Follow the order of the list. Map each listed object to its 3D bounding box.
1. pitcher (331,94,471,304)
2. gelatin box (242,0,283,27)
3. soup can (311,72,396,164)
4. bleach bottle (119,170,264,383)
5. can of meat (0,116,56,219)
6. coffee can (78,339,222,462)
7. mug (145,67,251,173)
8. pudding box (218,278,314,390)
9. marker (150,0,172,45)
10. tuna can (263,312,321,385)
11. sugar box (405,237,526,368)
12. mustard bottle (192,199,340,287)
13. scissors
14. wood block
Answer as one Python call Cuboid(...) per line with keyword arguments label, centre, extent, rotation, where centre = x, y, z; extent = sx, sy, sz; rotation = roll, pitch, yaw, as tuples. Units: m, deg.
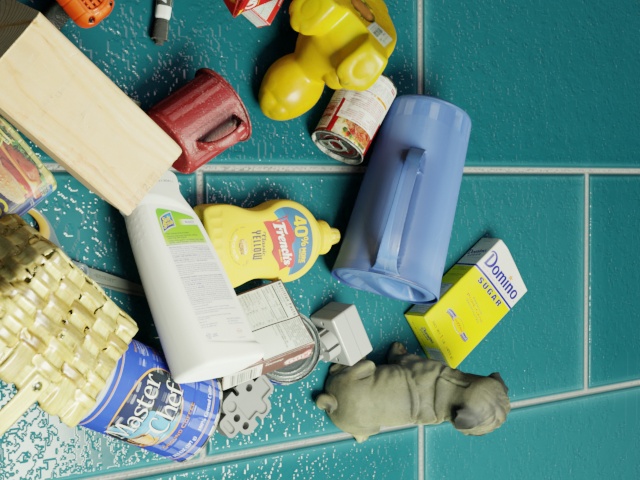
Cuboid(label="pitcher", centre=(0.106, -0.053, 1.296), extent=(0.144, 0.149, 0.243), rotation=(24, 74, -35))
Cuboid(label="gelatin box", centre=(-0.079, -0.299, 1.214), extent=(0.089, 0.030, 0.073), rotation=(36, 73, -32))
Cuboid(label="soup can", centre=(0.042, -0.152, 1.287), extent=(0.068, 0.069, 0.102), rotation=(39, 69, -31))
Cuboid(label="bleach bottle", centre=(-0.146, 0.019, 1.116), extent=(0.102, 0.068, 0.251), rotation=(-1, 65, -53))
Cuboid(label="can of meat", centre=(-0.318, -0.061, 1.025), extent=(0.083, 0.058, 0.102), rotation=(-45, 104, -29))
Cuboid(label="coffee can", centre=(-0.188, 0.161, 1.109), extent=(0.140, 0.103, 0.103), rotation=(30, 75, -34))
Cuboid(label="mug", centre=(-0.127, -0.121, 1.137), extent=(0.081, 0.117, 0.093), rotation=(-38, 132, -24))
Cuboid(label="pudding box", centre=(-0.075, 0.103, 1.187), extent=(0.113, 0.039, 0.090), rotation=(-18, 62, -21))
Cuboid(label="marker", centre=(-0.168, -0.271, 1.157), extent=(0.020, 0.020, 0.121), rotation=(9, 87, -36))
Cuboid(label="tuna can", centre=(-0.044, 0.124, 1.236), extent=(0.086, 0.034, 0.086), rotation=(3, 76, -14))
Cuboid(label="sugar box", centre=(0.198, 0.083, 1.426), extent=(0.176, 0.048, 0.093), rotation=(-41, 115, -27))
Cuboid(label="mustard bottle", centre=(-0.058, 0.002, 1.226), extent=(0.191, 0.058, 0.096), rotation=(-6, 95, -37))
Cuboid(label="scissors", centre=(-0.257, 0.012, 1.105), extent=(0.201, 0.016, 0.096), rotation=(2, 91, -37))
Cuboid(label="wood block", centre=(-0.243, -0.127, 1.030), extent=(0.090, 0.091, 0.206), rotation=(-51, 131, -8))
